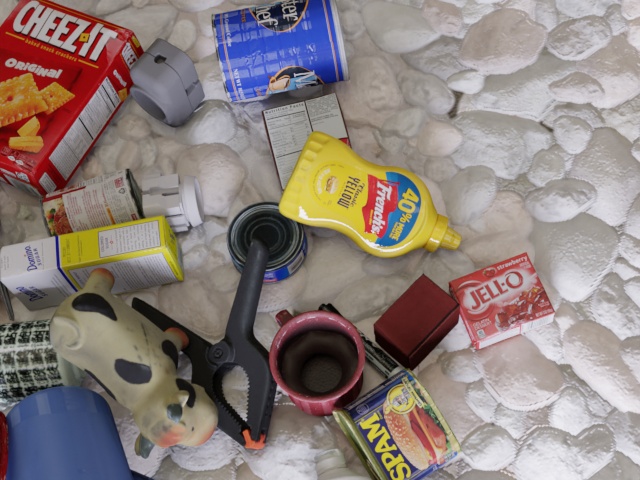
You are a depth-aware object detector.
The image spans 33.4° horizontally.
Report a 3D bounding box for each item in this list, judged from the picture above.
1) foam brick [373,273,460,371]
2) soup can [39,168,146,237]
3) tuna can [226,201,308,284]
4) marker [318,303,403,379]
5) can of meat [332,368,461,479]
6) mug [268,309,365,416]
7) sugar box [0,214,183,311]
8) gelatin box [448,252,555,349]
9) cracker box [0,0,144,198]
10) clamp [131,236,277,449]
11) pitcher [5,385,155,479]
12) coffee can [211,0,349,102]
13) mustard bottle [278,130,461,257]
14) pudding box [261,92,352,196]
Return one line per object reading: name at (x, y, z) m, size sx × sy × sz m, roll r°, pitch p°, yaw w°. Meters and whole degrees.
foam brick at (0.098, 0.085, 1.084) m, size 0.051 × 0.053 × 0.078 m, roll 40°, pitch 75°, yaw 21°
soup can at (-0.247, -0.033, 1.168) m, size 0.102 × 0.068 × 0.068 m, roll -18°, pitch 65°, yaw -3°
tuna can at (-0.058, 0.001, 1.150) m, size 0.086 × 0.034 × 0.086 m, roll -2°, pitch 65°, yaw 5°
marker at (0.043, 0.106, 1.099) m, size 0.020 × 0.020 × 0.121 m, roll -44°, pitch 68°, yaw -13°
can of meat at (0.075, 0.185, 1.027) m, size 0.084 × 0.057 × 0.102 m, roll -31°, pitch 90°, yaw -12°
mug at (-0.007, 0.118, 1.064) m, size 0.093 × 0.081 × 0.117 m, roll -38°, pitch 67°, yaw -11°
sugar box at (-0.239, 0.025, 1.127) m, size 0.176 × 0.093 × 0.048 m, roll -8°, pitch 64°, yaw 2°
gelatin box at (0.185, 0.062, 1.096) m, size 0.089 × 0.030 × 0.073 m, roll -20°, pitch 65°, yaw -3°
cracker box at (-0.326, -0.169, 1.231) m, size 0.164 × 0.072 × 0.213 m, roll 23°, pitch 70°, yaw 20°
clamp at (-0.091, 0.108, 1.089) m, size 0.165 × 0.036 × 0.210 m, roll -33°, pitch 67°, yaw 12°
pitcher at (-0.214, 0.256, 0.984) m, size 0.145 × 0.149 × 0.243 m, roll -31°, pitch 48°, yaw 5°
coffee can at (-0.044, -0.219, 1.210) m, size 0.140 × 0.103 × 0.103 m, roll -10°, pitch 65°, yaw 2°
mustard bottle at (0.059, -0.036, 1.124) m, size 0.191 × 0.058 × 0.096 m, roll 24°, pitch 87°, yaw -3°
pudding box at (-0.011, -0.103, 1.190) m, size 0.090 × 0.039 × 0.113 m, roll -14°, pitch 63°, yaw 0°
